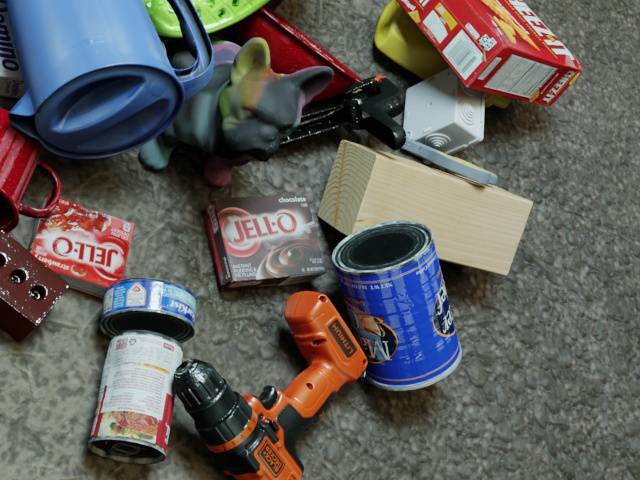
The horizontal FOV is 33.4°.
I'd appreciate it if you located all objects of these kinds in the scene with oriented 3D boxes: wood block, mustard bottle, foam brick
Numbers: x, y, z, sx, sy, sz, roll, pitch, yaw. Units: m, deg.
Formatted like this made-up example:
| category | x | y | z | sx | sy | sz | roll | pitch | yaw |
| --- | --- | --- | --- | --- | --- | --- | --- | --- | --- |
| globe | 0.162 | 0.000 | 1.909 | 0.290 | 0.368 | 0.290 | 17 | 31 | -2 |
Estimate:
| category | x | y | z | sx | sy | sz | roll | pitch | yaw |
| --- | --- | --- | --- | --- | --- | --- | --- | --- | --- |
| wood block | 0.114 | -0.034 | 1.166 | 0.205 | 0.090 | 0.091 | 14 | 100 | -27 |
| mustard bottle | 0.158 | -0.221 | 1.317 | 0.191 | 0.058 | 0.096 | 32 | 42 | -18 |
| foam brick | -0.270 | 0.040 | 0.929 | 0.078 | 0.051 | 0.053 | 40 | 53 | -11 |

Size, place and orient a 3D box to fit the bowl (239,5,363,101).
| category | x | y | z | sx | sy | sz | roll | pitch | yaw |
| --- | --- | --- | --- | --- | --- | --- | --- | --- | --- |
| bowl | -0.033 | -0.199 | 1.158 | 0.162 | 0.055 | 0.162 | 36 | 11 | -8 |

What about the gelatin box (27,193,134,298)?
| category | x | y | z | sx | sy | sz | roll | pitch | yaw |
| --- | --- | --- | --- | --- | --- | --- | --- | --- | --- |
| gelatin box | -0.222 | 0.007 | 0.988 | 0.089 | 0.030 | 0.073 | 21 | 59 | -23 |

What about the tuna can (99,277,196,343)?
| category | x | y | z | sx | sy | sz | roll | pitch | yaw |
| --- | --- | --- | --- | --- | --- | --- | --- | --- | --- |
| tuna can | -0.156 | 0.066 | 0.969 | 0.086 | 0.086 | 0.034 | 16 | 60 | -26 |

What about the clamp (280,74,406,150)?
| category | x | y | z | sx | sy | sz | roll | pitch | yaw |
| --- | --- | --- | --- | --- | --- | --- | --- | --- | --- |
| clamp | 0.046 | -0.139 | 1.168 | 0.209 | 0.165 | 0.036 | -41 | 131 | -53 |

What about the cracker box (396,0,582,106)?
| category | x | y | z | sx | sy | sz | roll | pitch | yaw |
| --- | --- | --- | --- | --- | --- | --- | --- | --- | --- |
| cracker box | 0.200 | -0.249 | 1.265 | 0.213 | 0.072 | 0.164 | 0 | 49 | -53 |

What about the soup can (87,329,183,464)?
| category | x | y | z | sx | sy | sz | roll | pitch | yaw |
| --- | --- | --- | --- | --- | --- | --- | --- | --- | --- |
| soup can | -0.162 | 0.138 | 0.943 | 0.068 | 0.069 | 0.102 | 20 | 59 | -24 |

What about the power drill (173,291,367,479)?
| category | x | y | z | sx | sy | sz | roll | pitch | yaw |
| --- | --- | --- | --- | --- | --- | --- | --- | --- | --- |
| power drill | -0.043 | 0.135 | 1.002 | 0.187 | 0.057 | 0.184 | -52 | 123 | -36 |

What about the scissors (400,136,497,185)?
| category | x | y | z | sx | sy | sz | roll | pitch | yaw |
| --- | --- | --- | --- | --- | --- | --- | --- | --- | --- |
| scissors | 0.117 | -0.100 | 1.200 | 0.096 | 0.202 | 0.016 | 13 | 103 | -49 |

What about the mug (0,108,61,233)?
| category | x | y | z | sx | sy | sz | roll | pitch | yaw |
| --- | --- | --- | --- | --- | --- | --- | --- | --- | --- |
| mug | -0.285 | -0.060 | 0.939 | 0.117 | 0.093 | 0.081 | 22 | 53 | -11 |

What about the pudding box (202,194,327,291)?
| category | x | y | z | sx | sy | sz | roll | pitch | yaw |
| --- | --- | --- | --- | --- | --- | --- | --- | --- | --- |
| pudding box | -0.057 | 0.001 | 1.091 | 0.113 | 0.039 | 0.090 | -3 | 70 | -34 |

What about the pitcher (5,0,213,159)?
| category | x | y | z | sx | sy | sz | roll | pitch | yaw |
| --- | --- | --- | --- | --- | --- | --- | --- | --- | --- |
| pitcher | -0.211 | -0.208 | 0.971 | 0.149 | 0.145 | 0.243 | 13 | 48 | -52 |

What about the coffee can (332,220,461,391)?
| category | x | y | z | sx | sy | sz | roll | pitch | yaw |
| --- | --- | --- | --- | --- | --- | --- | --- | --- | --- |
| coffee can | 0.078 | 0.065 | 1.072 | 0.102 | 0.103 | 0.140 | -39 | 123 | -38 |
